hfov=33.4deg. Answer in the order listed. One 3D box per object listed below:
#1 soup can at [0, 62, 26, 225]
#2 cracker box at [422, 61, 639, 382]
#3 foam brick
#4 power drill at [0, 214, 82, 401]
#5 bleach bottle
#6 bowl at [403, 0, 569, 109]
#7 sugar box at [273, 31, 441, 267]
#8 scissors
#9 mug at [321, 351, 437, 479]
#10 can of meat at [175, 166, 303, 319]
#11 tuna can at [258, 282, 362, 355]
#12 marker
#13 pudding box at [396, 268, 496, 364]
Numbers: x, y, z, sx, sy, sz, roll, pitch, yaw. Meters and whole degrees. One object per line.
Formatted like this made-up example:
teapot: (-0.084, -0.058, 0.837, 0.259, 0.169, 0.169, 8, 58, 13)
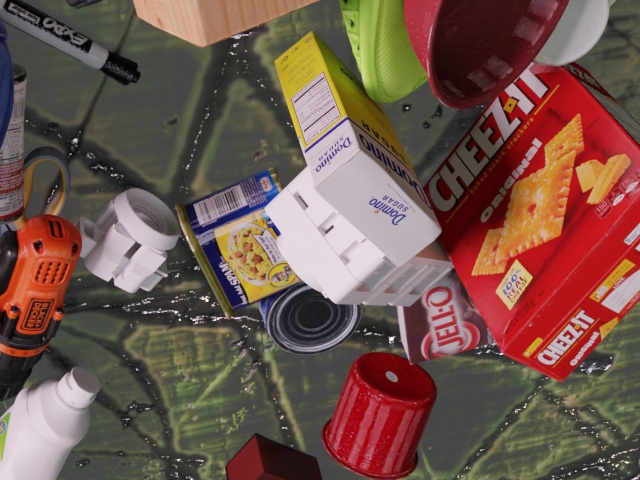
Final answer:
soup can: (-0.234, -0.068, 0.725, 0.068, 0.068, 0.102, 1, 112, -17)
cracker box: (0.168, -0.029, 0.786, 0.072, 0.214, 0.164, 26, 113, -28)
foam brick: (-0.043, 0.228, 1.009, 0.078, 0.051, 0.053, 28, 113, -30)
power drill: (-0.282, 0.051, 0.773, 0.187, 0.057, 0.185, 4, 130, -33)
bleach bottle: (-0.266, 0.205, 0.897, 0.068, 0.102, 0.251, 28, 114, -35)
bowl: (0.104, -0.169, 0.695, 0.161, 0.055, 0.162, -35, 146, -29)
sugar box: (0.023, -0.068, 0.740, 0.048, 0.176, 0.093, -40, 125, 13)
scissors: (-0.256, 0.009, 0.816, 0.096, 0.016, 0.202, 20, 116, -25)
mug: (0.064, 0.153, 0.972, 0.117, 0.093, 0.082, -13, 129, -47)
can of meat: (-0.056, 0.001, 0.843, 0.084, 0.057, 0.102, -24, 127, -1)
tuna can: (-0.008, 0.056, 0.908, 0.086, 0.034, 0.086, -8, 126, -11)
marker: (-0.177, -0.139, 0.732, 0.121, 0.020, 0.020, 27, 114, -30)
pudding box: (0.112, 0.050, 0.935, 0.090, 0.039, 0.113, -15, 127, -5)
